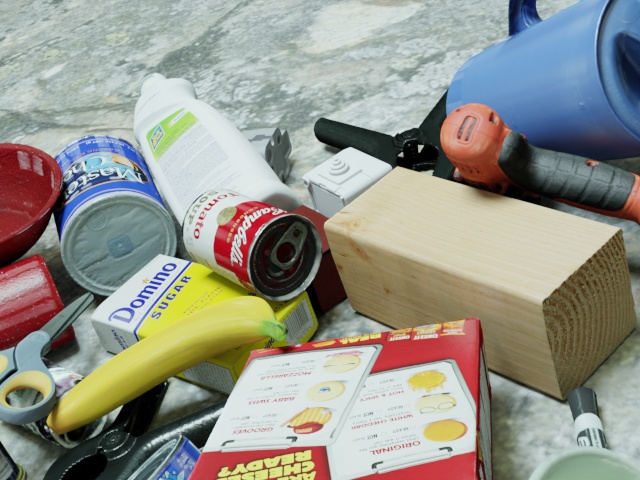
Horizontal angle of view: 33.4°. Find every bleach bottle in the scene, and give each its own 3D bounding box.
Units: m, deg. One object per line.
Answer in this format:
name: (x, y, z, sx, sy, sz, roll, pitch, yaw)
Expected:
bleach bottle: (-0.110, -0.082, 0.997, 0.102, 0.068, 0.251, -39, 50, 7)

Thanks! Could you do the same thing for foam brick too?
foam brick: (-0.007, 0.014, 0.887, 0.051, 0.053, 0.078, -33, 35, -21)

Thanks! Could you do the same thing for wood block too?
wood block: (0.112, 0.024, 0.778, 0.090, 0.090, 0.206, -39, 37, -27)

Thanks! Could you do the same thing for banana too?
banana: (-0.108, 0.083, 0.768, 0.198, 0.037, 0.069, -26, 8, 16)

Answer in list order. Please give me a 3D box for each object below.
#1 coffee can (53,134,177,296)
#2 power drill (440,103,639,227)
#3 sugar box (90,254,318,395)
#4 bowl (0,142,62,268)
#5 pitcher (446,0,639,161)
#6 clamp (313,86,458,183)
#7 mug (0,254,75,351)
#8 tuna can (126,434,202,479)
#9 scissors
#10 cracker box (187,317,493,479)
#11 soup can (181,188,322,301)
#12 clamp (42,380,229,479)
coffee can: (-0.198, -0.026, 0.997, 0.102, 0.103, 0.140, -24, 33, -7)
power drill: (0.192, -0.033, 0.793, 0.188, 0.184, 0.057, 20, 86, 27)
sugar box: (-0.097, 0.065, 0.865, 0.177, 0.048, 0.093, 13, 44, 38)
bowl: (-0.306, -0.020, 0.960, 0.162, 0.055, 0.162, -5, 40, 4)
pitcher: (0.198, -0.131, 0.845, 0.243, 0.144, 0.149, -6, 64, 67)
clamp: (0.075, -0.084, 1.001, 0.164, 0.036, 0.210, -14, 34, 8)
mug: (-0.267, 0.059, 0.925, 0.081, 0.093, 0.117, -23, 26, -15)
tuna can: (-0.107, 0.165, 0.682, 0.086, 0.034, 0.086, -44, 5, 4)
scissors: (-0.206, 0.089, 0.814, 0.096, 0.016, 0.201, 20, 26, 24)
cracker box: (0.020, 0.128, 0.642, 0.164, 0.072, 0.213, -9, 18, 12)
soup can: (-0.055, 0.001, 0.837, 0.068, 0.068, 0.102, -36, 33, -24)
clamp: (-0.131, 0.153, 0.760, 0.120, 0.039, 0.171, -1, 36, 42)
